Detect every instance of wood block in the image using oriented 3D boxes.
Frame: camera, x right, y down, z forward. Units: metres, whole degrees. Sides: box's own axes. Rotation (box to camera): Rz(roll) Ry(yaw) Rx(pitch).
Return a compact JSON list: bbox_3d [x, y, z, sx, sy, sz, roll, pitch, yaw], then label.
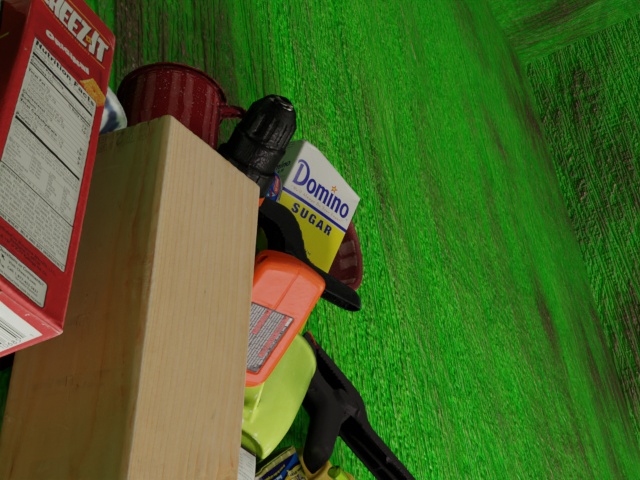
[{"bbox_3d":[-0.099,0.051,0.569,0.090,0.090,0.206,39,46,-50],"label":"wood block"}]

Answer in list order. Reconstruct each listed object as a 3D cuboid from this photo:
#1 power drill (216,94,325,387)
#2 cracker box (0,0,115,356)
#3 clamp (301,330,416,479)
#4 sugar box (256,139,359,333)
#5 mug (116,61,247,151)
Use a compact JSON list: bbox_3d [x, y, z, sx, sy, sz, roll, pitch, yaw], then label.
[{"bbox_3d":[-0.055,0.001,0.774,0.057,0.185,0.188,21,21,-26],"label":"power drill"},{"bbox_3d":[-0.197,-0.028,0.528,0.072,0.164,0.213,51,26,-40],"label":"cracker box"},{"bbox_3d":[0.023,0.162,0.957,0.164,0.036,0.210,38,14,-32],"label":"clamp"},{"bbox_3d":[-0.031,0.002,0.974,0.093,0.048,0.176,46,56,-34],"label":"sugar box"},{"bbox_3d":[-0.113,-0.085,0.873,0.093,0.117,0.081,85,4,-53],"label":"mug"}]
